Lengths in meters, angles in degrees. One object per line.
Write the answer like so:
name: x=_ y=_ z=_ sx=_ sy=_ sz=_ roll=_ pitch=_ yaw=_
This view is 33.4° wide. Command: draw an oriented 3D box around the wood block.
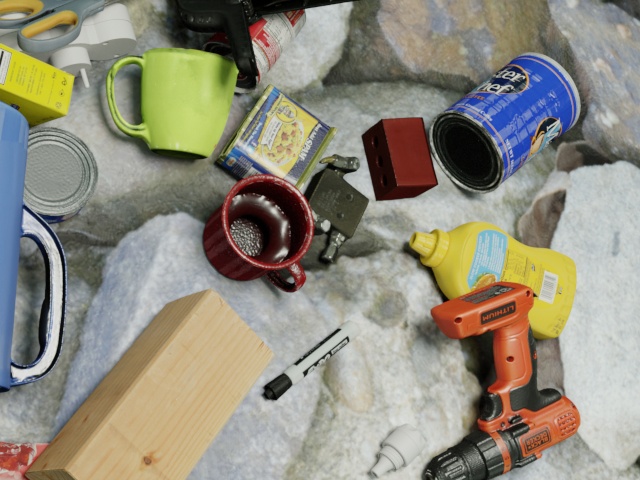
wood block: x=-0.144 y=0.150 z=0.928 sx=0.090 sy=0.090 sz=0.205 roll=49 pitch=55 yaw=-16

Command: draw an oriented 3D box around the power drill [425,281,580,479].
power drill: x=0.170 y=0.148 z=1.087 sx=0.184 sy=0.057 sz=0.187 roll=-21 pitch=104 yaw=-24

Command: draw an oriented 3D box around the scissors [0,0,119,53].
scissors: x=-0.232 y=-0.223 z=0.993 sx=0.096 sy=0.016 sz=0.201 roll=18 pitch=36 yaw=11

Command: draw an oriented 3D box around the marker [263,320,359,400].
marker: x=-0.009 y=0.119 z=1.057 sx=0.121 sy=0.020 sz=0.020 roll=-36 pitch=92 yaw=-28

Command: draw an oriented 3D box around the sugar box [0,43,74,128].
sugar box: x=-0.313 y=-0.149 z=0.924 sx=0.175 sy=0.094 sz=0.048 roll=18 pitch=73 yaw=-38

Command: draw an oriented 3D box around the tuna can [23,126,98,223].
tuna can: x=-0.252 y=-0.060 z=0.989 sx=0.086 sy=0.034 sz=0.086 roll=7 pitch=73 yaw=-23

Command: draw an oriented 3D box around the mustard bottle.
mustard bottle: x=0.181 y=0.033 z=1.147 sx=0.191 sy=0.058 sz=0.096 roll=22 pitch=73 yaw=-18

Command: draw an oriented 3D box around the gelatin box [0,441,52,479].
gelatin box: x=-0.266 y=0.208 z=0.908 sx=0.089 sy=0.030 sz=0.073 roll=8 pitch=72 yaw=-22

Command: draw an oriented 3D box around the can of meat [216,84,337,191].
can of meat: x=-0.045 y=-0.096 z=1.082 sx=0.084 sy=0.058 sz=0.102 roll=35 pitch=63 yaw=-9

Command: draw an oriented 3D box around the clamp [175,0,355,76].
clamp: x=-0.065 y=-0.231 z=1.040 sx=0.164 sy=0.210 sz=0.036 roll=-34 pitch=132 yaw=-22

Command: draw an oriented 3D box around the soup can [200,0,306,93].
soup can: x=-0.067 y=-0.210 z=1.097 sx=0.068 sy=0.069 sz=0.102 roll=39 pitch=63 yaw=-10

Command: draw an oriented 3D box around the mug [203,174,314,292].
mug: x=-0.057 y=0.001 z=1.034 sx=0.093 sy=0.082 sz=0.117 roll=-41 pitch=94 yaw=-28

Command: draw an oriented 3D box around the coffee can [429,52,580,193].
coffee can: x=0.204 y=-0.131 z=1.179 sx=0.140 sy=0.103 sz=0.103 roll=-37 pitch=93 yaw=-28

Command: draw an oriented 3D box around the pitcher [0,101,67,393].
pitcher: x=-0.301 y=0.006 z=0.887 sx=0.145 sy=0.149 sz=0.243 roll=-1 pitch=75 yaw=19

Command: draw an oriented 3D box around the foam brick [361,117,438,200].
foam brick: x=0.084 y=-0.086 z=1.141 sx=0.051 sy=0.053 sz=0.078 roll=-7 pitch=77 yaw=-26
